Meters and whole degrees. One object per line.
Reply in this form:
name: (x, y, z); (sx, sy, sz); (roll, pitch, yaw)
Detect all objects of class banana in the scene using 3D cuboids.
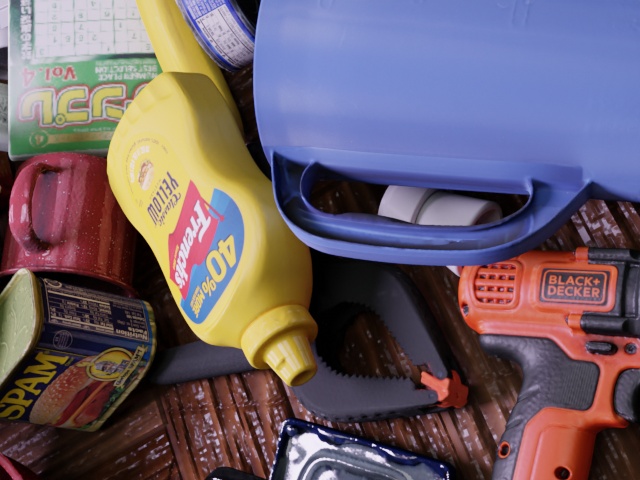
banana: (-0.093, -0.134, 0.697); (0.037, 0.069, 0.198); (-22, 78, -4)

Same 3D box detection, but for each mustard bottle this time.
mustard bottle: (-0.054, 0.001, 0.596); (0.192, 0.058, 0.096); (57, 129, 29)

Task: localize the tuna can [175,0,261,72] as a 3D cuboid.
tuna can: (-0.059, -0.152, 0.673); (0.034, 0.086, 0.086); (-25, 65, 18)

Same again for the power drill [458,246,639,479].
power drill: (0.146, 0.094, 0.511); (0.185, 0.057, 0.187); (2, 74, 32)

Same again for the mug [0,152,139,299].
mug: (-0.161, -0.008, 0.670); (0.093, 0.117, 0.081); (-4, 68, 16)

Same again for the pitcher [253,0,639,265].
pitcher: (0.094, -0.073, 0.531); (0.243, 0.144, 0.149); (9, 115, 18)

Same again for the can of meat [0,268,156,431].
can of meat: (-0.159, 0.070, 0.646); (0.102, 0.083, 0.057); (-47, 44, 31)

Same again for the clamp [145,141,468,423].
clamp: (-0.011, 0.052, 0.616); (0.210, 0.036, 0.164); (34, 94, 35)
